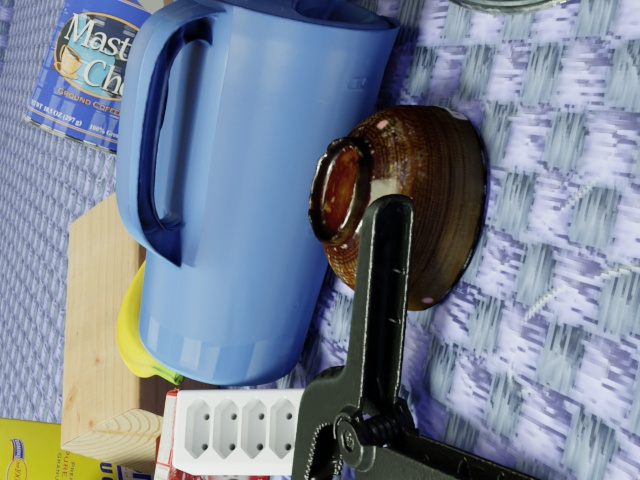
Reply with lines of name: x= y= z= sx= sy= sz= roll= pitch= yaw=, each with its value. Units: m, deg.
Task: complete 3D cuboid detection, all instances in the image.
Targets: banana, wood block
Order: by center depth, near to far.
banana: x=-0.108 y=0.035 z=0.794 sx=0.197 sy=0.070 sz=0.037 roll=-76 pitch=-14 yaw=-46
wood block: x=-0.145 y=0.068 z=0.864 sx=0.090 sy=0.090 sz=0.206 roll=-30 pitch=50 yaw=30

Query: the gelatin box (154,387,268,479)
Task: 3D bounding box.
gelatin box: x=-0.071 y=0.148 z=0.719 sx=0.030 sy=0.073 sz=0.089 roll=-10 pitch=70 yaw=64

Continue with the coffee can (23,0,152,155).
coffee can: x=-0.192 y=-0.157 z=0.949 sx=0.140 sy=0.102 sz=0.103 roll=-69 pitch=25 yaw=6

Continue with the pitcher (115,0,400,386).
pitcher: x=-0.049 y=-0.036 z=0.652 sx=0.145 sy=0.149 sz=0.243 roll=-101 pitch=23 yaw=-68

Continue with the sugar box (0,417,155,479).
sugar box: x=-0.200 y=0.196 z=0.856 sx=0.048 sy=0.176 sz=0.093 roll=141 pitch=134 yaw=-58

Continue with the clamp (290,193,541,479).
clamp: x=0.034 y=0.102 z=0.533 sx=0.165 sy=0.036 sz=0.210 roll=62 pitch=145 yaw=30
